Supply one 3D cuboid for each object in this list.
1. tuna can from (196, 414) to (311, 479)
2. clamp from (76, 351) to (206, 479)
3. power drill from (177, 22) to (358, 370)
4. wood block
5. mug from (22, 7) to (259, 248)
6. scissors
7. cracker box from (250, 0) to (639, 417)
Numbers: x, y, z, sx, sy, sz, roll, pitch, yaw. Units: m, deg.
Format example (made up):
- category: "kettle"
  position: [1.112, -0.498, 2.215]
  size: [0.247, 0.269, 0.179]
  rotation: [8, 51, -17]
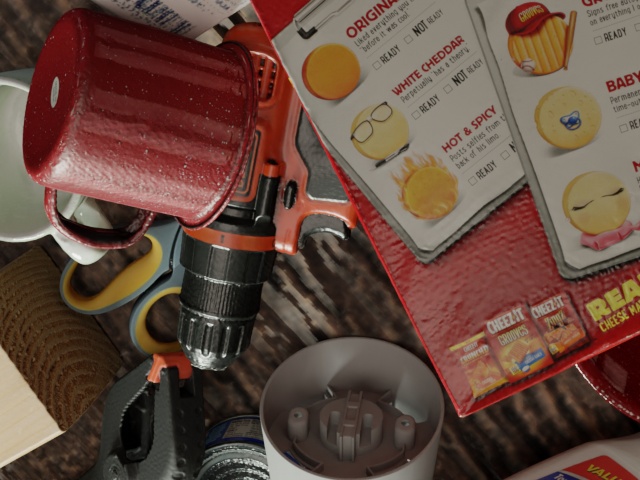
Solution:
- category: "tuna can"
  position: [-0.041, 0.150, 0.640]
  size: [0.086, 0.033, 0.086]
  rotation: [4, 110, 11]
- category: "clamp"
  position: [-0.114, 0.136, 0.633]
  size: [0.120, 0.039, 0.171]
  rotation: [24, 105, 35]
- category: "power drill"
  position: [0.022, -0.005, 0.547]
  size: [0.187, 0.057, 0.184]
  rotation: [12, 105, 3]
- category: "wood block"
  position: [-0.233, 0.100, 0.634]
  size: [0.206, 0.090, 0.091]
  rotation: [-30, 101, 21]
- category: "mug"
  position: [-0.091, -0.048, 0.495]
  size: [0.081, 0.093, 0.117]
  rotation: [12, 119, -30]
- category: "scissors"
  position: [-0.054, 0.001, 0.600]
  size: [0.202, 0.016, 0.096]
  rotation: [-27, 108, 14]
- category: "cracker box"
  position: [0.086, -0.057, 0.462]
  size: [0.164, 0.072, 0.214]
  rotation: [-27, 85, 7]
